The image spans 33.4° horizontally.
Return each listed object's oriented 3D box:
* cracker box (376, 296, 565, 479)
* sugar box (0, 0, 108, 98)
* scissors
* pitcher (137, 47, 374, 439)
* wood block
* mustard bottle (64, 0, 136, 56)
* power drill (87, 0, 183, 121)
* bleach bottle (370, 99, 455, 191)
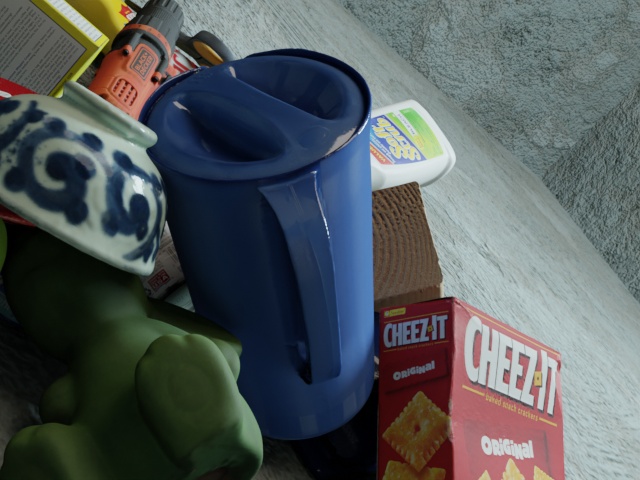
[{"bbox_3d":[0.111,0.165,0.751,0.164,0.072,0.213,27,58,-46],"label":"cracker box"},{"bbox_3d":[-0.260,-0.177,0.812,0.176,0.093,0.048,42,16,-12],"label":"sugar box"},{"bbox_3d":[-0.139,-0.208,1.071,0.202,0.016,0.096,42,-14,16],"label":"scissors"},{"bbox_3d":[-0.024,0.018,0.665,0.145,0.243,0.149,13,45,23],"label":"pitcher"},{"bbox_3d":[0.055,0.029,0.935,0.206,0.091,0.090,67,9,-74],"label":"wood block"},{"bbox_3d":[-0.208,-0.214,1.099,0.191,0.058,0.096,47,8,6],"label":"mustard bottle"},{"bbox_3d":[-0.117,-0.117,0.970,0.187,0.057,0.184,41,42,-21],"label":"power drill"},{"bbox_3d":[0.055,-0.084,1.114,0.102,0.068,0.250,56,30,3],"label":"bleach bottle"}]
